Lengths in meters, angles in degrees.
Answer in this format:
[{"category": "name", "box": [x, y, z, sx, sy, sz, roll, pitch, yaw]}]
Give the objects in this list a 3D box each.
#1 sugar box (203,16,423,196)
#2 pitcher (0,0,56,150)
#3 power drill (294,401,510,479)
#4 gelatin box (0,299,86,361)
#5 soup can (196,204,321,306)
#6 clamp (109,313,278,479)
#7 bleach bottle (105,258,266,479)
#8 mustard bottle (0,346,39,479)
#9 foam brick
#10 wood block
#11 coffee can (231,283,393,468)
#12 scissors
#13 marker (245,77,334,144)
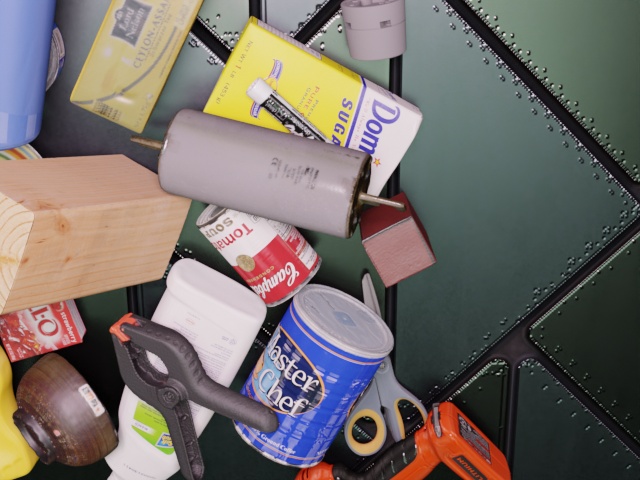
[{"category": "sugar box", "box": [-0.006, -0.115, 0.950, 0.176, 0.048, 0.093, 27, 107, -9]}, {"category": "pitcher", "box": [-0.278, -0.199, 0.834, 0.149, 0.144, 0.243, 23, 115, 28]}, {"category": "power drill", "box": [0.094, 0.258, 1.070, 0.188, 0.057, 0.184, -36, 114, 19]}, {"category": "gelatin box", "box": [-0.274, 0.064, 1.016, 0.073, 0.030, 0.089, -16, 110, 4]}, {"category": "soup can", "box": [-0.056, 0.001, 0.979, 0.068, 0.068, 0.102, -37, 106, 11]}, {"category": "clamp", "box": [-0.119, 0.134, 0.967, 0.120, 0.039, 0.171, -29, 102, 22]}, {"category": "bleach bottle", "box": [-0.150, 0.146, 1.034, 0.102, 0.068, 0.251, 29, 110, -5]}, {"category": "mustard bottle", "box": [-0.342, 0.141, 1.027, 0.096, 0.058, 0.191, -8, 110, 13]}, {"category": "foam brick", "box": [0.069, -0.002, 0.976, 0.051, 0.078, 0.053, -27, 106, 9]}, {"category": "wood block", "box": [-0.211, -0.011, 0.889, 0.091, 0.205, 0.090, 30, 109, 21]}, {"category": "coffee can", "box": [-0.009, 0.127, 1.002, 0.102, 0.103, 0.140, 26, 111, -10]}, {"category": "scissors", "box": [0.045, 0.135, 1.058, 0.096, 0.016, 0.201, -24, 109, 7]}, {"category": "marker", "box": [-0.014, -0.095, 0.922, 0.121, 0.020, 0.020, 40, 104, -17]}]
